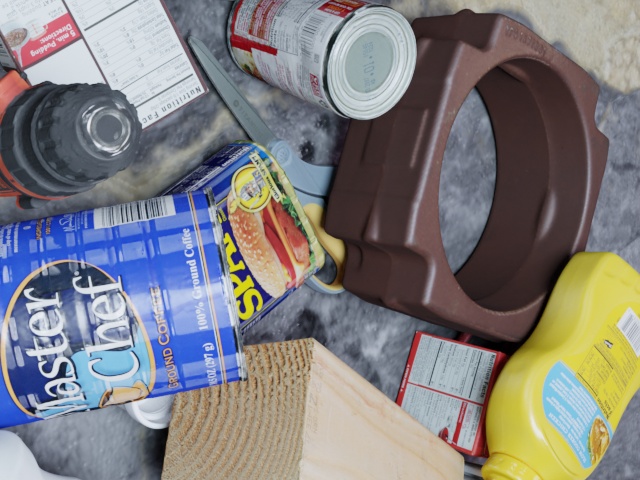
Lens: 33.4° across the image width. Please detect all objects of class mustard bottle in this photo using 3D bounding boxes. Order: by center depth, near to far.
[{"bbox_3d":[0.162,0.105,0.712,0.191,0.058,0.096,-52,120,-26],"label":"mustard bottle"}]

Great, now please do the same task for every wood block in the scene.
[{"bbox_3d":[0.004,0.143,0.646,0.205,0.091,0.090,44,45,-48],"label":"wood block"}]

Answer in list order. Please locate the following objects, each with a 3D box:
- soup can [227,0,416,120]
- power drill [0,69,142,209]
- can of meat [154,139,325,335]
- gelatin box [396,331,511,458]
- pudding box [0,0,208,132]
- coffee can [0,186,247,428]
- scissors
[{"bbox_3d":[-0.001,-0.116,0.634,0.068,0.102,0.068,-18,121,-32],"label":"soup can"},{"bbox_3d":[-0.171,-0.092,0.475,0.057,0.185,0.187,-49,112,-23],"label":"power drill"},{"bbox_3d":[-0.054,0.001,0.647,0.083,0.058,0.102,-40,118,-29],"label":"can of meat"},{"bbox_3d":[0.097,0.109,0.757,0.030,0.089,0.073,19,84,-38],"label":"gelatin box"},{"bbox_3d":[-0.126,-0.107,0.581,0.090,0.039,0.113,-35,118,-19],"label":"pudding box"},{"bbox_3d":[-0.116,0.035,0.540,0.140,0.103,0.103,-11,104,-7],"label":"coffee can"},{"bbox_3d":[-0.012,-0.059,0.697,0.096,0.016,0.201,-36,117,-30],"label":"scissors"}]
